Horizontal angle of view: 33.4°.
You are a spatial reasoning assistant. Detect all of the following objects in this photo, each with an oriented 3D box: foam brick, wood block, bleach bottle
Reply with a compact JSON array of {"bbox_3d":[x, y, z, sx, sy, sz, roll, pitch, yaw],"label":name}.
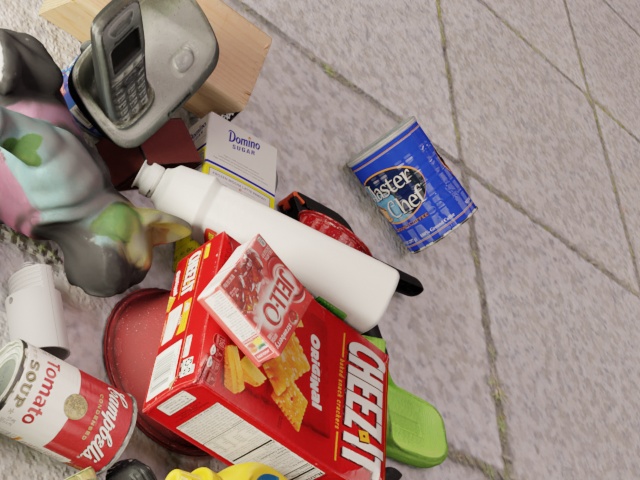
[{"bbox_3d":[-0.164,-0.084,1.024,0.078,0.053,0.051,-9,70,-55],"label":"foam brick"},{"bbox_3d":[-0.162,-0.216,1.077,0.205,0.090,0.091,32,70,-34],"label":"wood block"},{"bbox_3d":[-0.056,0.001,0.979,0.250,0.103,0.068,29,73,-9],"label":"bleach bottle"}]

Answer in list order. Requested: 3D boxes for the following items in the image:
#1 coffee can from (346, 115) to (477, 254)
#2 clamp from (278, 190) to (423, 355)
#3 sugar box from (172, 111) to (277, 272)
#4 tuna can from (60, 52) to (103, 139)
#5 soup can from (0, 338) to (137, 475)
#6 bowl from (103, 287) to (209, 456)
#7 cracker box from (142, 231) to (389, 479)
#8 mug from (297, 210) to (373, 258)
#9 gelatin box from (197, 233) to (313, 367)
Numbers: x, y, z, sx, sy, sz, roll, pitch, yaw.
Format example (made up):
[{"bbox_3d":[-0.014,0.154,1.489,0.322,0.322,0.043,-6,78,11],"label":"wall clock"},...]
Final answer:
[{"bbox_3d":[0.114,-0.069,1.326,0.140,0.103,0.102,54,33,-5],"label":"coffee can"},{"bbox_3d":[0.028,0.035,1.188,0.210,0.036,0.164,45,35,-15],"label":"clamp"},{"bbox_3d":[-0.093,-0.034,1.068,0.093,0.048,0.176,28,46,-33],"label":"sugar box"},{"bbox_3d":[-0.210,-0.142,1.030,0.086,0.034,0.086,32,40,-33],"label":"tuna can"},{"bbox_3d":[-0.197,0.124,0.793,0.102,0.069,0.068,35,39,-30],"label":"soup can"},{"bbox_3d":[-0.109,0.104,0.936,0.162,0.055,0.162,32,41,-34],"label":"bowl"},{"bbox_3d":[-0.035,0.118,0.900,0.213,0.072,0.164,38,37,-27],"label":"cracker box"},{"bbox_3d":[0.001,0.037,1.090,0.117,0.093,0.081,48,68,-34],"label":"mug"},{"bbox_3d":[-0.049,0.046,0.846,0.073,0.030,0.089,50,32,-11],"label":"gelatin box"}]
